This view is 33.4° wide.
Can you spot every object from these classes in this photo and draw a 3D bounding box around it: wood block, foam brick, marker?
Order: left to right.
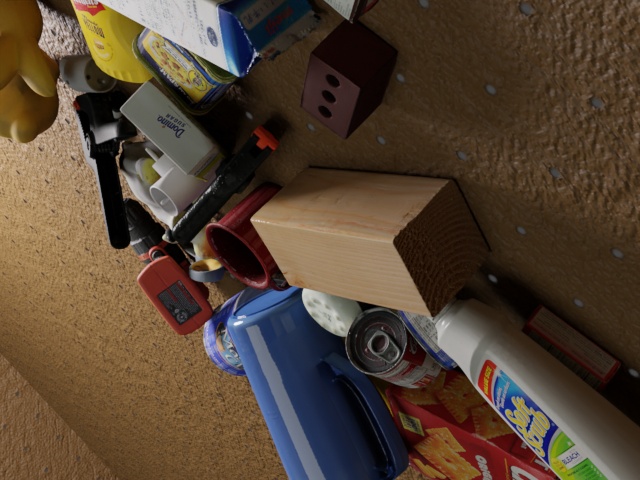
[{"bbox_3d":[-0.250,-0.147,1.297,0.020,0.020,0.121,43,154,3],"label":"marker"},{"bbox_3d":[0.022,-0.133,0.881,0.053,0.051,0.078,38,154,12],"label":"foam brick"},{"bbox_3d":[0.043,-0.004,1.000,0.206,0.090,0.090,9,137,51],"label":"wood block"}]

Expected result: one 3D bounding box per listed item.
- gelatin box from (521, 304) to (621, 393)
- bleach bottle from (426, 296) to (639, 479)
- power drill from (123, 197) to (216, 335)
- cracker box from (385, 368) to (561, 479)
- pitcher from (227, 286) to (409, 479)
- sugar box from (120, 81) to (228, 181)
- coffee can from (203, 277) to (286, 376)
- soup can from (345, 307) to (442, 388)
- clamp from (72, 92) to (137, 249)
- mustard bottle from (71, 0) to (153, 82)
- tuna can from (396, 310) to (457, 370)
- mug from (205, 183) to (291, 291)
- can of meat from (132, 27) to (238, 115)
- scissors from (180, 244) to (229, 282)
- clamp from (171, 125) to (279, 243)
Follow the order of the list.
[{"bbox_3d":[0.221,0.109,0.974,0.089,0.030,0.073,36,152,15],"label":"gelatin box"},{"bbox_3d":[0.190,0.139,0.958,0.251,0.068,0.103,42,153,10],"label":"bleach bottle"},{"bbox_3d":[-0.203,0.034,1.385,0.184,0.057,0.188,53,-179,-19],"label":"power drill"},{"bbox_3d":[0.183,0.232,1.165,0.214,0.072,0.164,25,149,34],"label":"cracker box"},{"bbox_3d":[-0.003,0.172,1.198,0.145,0.149,0.243,-72,-41,-78],"label":"pitcher"},{"bbox_3d":[-0.144,-0.109,1.093,0.093,0.048,0.176,44,178,-2],"label":"sugar box"},{"bbox_3d":[-0.079,0.111,1.334,0.103,0.102,0.140,47,155,-5],"label":"coffee can"},{"bbox_3d":[0.079,0.112,1.099,0.069,0.068,0.102,26,179,33],"label":"soup can"},{"bbox_3d":[-0.252,-0.100,1.240,0.210,0.036,0.165,-128,39,-50],"label":"clamp"},{"bbox_3d":[-0.215,-0.249,1.049,0.096,0.058,0.191,33,152,34],"label":"mustard bottle"},{"bbox_3d":[0.112,0.085,1.044,0.086,0.034,0.086,47,-170,-11],"label":"tuna can"},{"bbox_3d":[-0.058,0.001,1.164,0.093,0.081,0.117,-1,129,56],"label":"mug"},{"bbox_3d":[-0.121,-0.180,1.017,0.102,0.057,0.084,47,152,-7],"label":"can of meat"},{"bbox_3d":[-0.129,0.022,1.358,0.202,0.096,0.016,-123,27,-76],"label":"scissors"},{"bbox_3d":[-0.086,-0.072,1.106,0.039,0.120,0.172,38,134,-13],"label":"clamp"}]
